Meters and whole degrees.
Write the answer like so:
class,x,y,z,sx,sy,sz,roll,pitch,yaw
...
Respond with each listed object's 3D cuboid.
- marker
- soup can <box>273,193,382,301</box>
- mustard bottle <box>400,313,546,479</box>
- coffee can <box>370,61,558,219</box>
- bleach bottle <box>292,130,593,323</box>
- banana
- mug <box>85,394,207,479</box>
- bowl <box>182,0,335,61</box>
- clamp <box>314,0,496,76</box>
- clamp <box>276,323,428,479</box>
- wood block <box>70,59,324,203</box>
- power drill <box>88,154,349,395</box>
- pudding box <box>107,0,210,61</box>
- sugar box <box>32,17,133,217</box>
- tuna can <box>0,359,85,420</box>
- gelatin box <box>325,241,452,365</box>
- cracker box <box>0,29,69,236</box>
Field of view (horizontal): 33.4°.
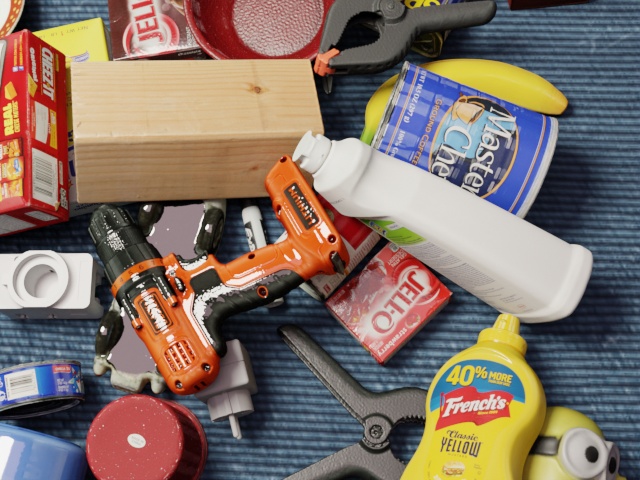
class,x,y,z,sx,sy,sz,roll,pitch,yaw
marker,-0.056,0.001,0.968,0.020,0.020,0.121,-15,74,0
soup can,0.011,-0.005,0.940,0.068,0.068,0.102,40,82,13
mustard bottle,0.129,0.145,0.858,0.096,0.058,0.191,2,57,33
coffee can,0.120,-0.082,0.923,0.140,0.103,0.103,21,77,-1
bleach bottle,0.093,-0.017,0.873,0.250,0.103,0.068,30,72,-15
banana,0.125,-0.134,0.986,0.198,0.037,0.069,-11,101,4
mug,-0.146,0.185,0.892,0.093,0.081,0.117,-5,74,3
bowl,-0.044,-0.223,0.996,0.162,0.055,0.162,-2,78,8
clamp,0.071,-0.195,0.940,0.120,0.039,0.171,38,75,13
clamp,0.043,0.156,0.909,0.210,0.036,0.164,3,71,2
wood block,-0.109,-0.096,0.927,0.206,0.090,0.091,-2,56,-11
power drill,-0.085,0.010,0.886,0.187,0.057,0.184,-33,71,0
pudding box,-0.157,-0.223,1.027,0.090,0.039,0.113,-9,75,2
sugar box,-0.231,-0.113,1.000,0.093,0.048,0.176,-13,73,1
tuna can,-0.246,0.129,0.913,0.086,0.086,0.034,-13,75,1
gelatin box,0.060,0.053,0.939,0.089,0.030,0.073,-43,76,-7
cracker box,-0.331,-0.080,0.958,0.214,0.072,0.164,-12,73,19
